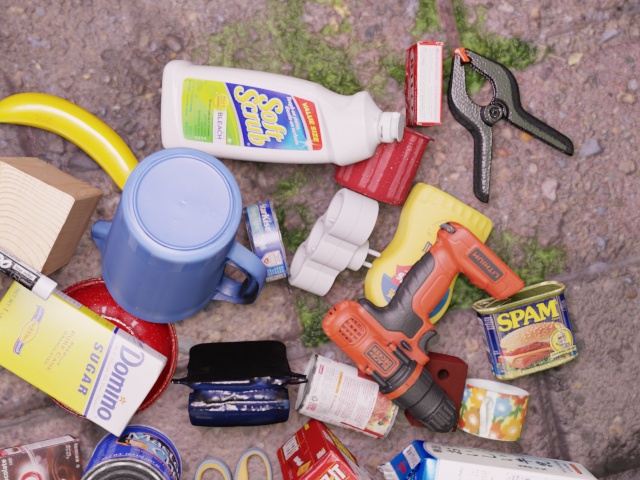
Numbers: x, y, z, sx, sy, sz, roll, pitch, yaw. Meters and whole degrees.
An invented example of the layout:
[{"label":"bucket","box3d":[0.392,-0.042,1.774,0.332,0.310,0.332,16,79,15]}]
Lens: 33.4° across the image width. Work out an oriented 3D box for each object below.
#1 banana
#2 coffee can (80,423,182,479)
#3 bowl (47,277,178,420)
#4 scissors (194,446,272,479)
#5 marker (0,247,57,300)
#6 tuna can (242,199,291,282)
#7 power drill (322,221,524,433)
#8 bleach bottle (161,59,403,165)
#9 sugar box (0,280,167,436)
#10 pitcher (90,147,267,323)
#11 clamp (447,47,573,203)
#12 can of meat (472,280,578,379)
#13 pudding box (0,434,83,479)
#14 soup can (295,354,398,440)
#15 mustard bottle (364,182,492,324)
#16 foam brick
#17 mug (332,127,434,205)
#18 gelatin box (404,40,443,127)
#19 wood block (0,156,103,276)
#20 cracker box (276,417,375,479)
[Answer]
[{"label":"banana","box3d":[-0.266,-0.109,1.146,0.197,0.037,0.069,25,92,-7]},{"label":"coffee can","box3d":[-0.201,0.260,1.126,0.102,0.140,0.103,0,94,-4]},{"label":"bowl","box3d":[-0.236,0.123,1.157,0.162,0.055,0.162,0,94,-4]},{"label":"scissors","box3d":[-0.105,0.328,1.201,0.096,0.016,0.202,11,93,-3]},{"label":"marker","box3d":[-0.291,0.013,0.954,0.121,0.020,0.020,34,91,-6]},{"label":"tuna can","box3d":[-0.058,0.001,1.145,0.033,0.086,0.086,-14,95,-2]},{"label":"power drill","box3d":[0.123,0.088,1.122,0.184,0.057,0.187,44,89,-12]},{"label":"bleach bottle","box3d":[-0.039,-0.131,1.104,0.251,0.068,0.102,5,97,17]},{"label":"sugar box","box3d":[-0.256,0.117,1.103,0.176,0.048,0.093,32,90,-5]},{"label":"pitcher","box3d":[-0.136,0.000,1.052,0.149,0.243,0.145,-18,81,-17]},{"label":"clamp","box3d":[0.202,-0.139,1.178,0.120,0.039,0.171,-21,95,-4]},{"label":"can of meat","box3d":[0.229,0.100,1.189,0.102,0.057,0.084,-16,97,-3]},{"label":"pudding box","box3d":[-0.303,0.275,1.155,0.089,0.039,0.113,-9,94,-31]},{"label":"soup can","box3d":[0.030,0.172,1.174,0.102,0.068,0.068,19,92,-5]},{"label":"mustard bottle","box3d":[0.103,0.040,1.174,0.096,0.058,0.191,28,92,-16]},{"label":"foam brick","box3d":[0.128,0.166,1.188,0.053,0.051,0.078,9,93,-5]},{"label":"mug","box3d":[0.055,-0.092,1.152,0.117,0.093,0.081,25,98,25]},{"label":"gelatin box","box3d":[0.110,-0.167,1.151,0.030,0.073,0.089,-1,94,-5]},{"label":"wood block","box3d":[-0.288,-0.026,1.066,0.090,0.206,0.091,27,92,-6]},{"label":"cracker box","box3d":[0.049,0.301,1.136,0.072,0.164,0.213,-43,96,-3]}]
